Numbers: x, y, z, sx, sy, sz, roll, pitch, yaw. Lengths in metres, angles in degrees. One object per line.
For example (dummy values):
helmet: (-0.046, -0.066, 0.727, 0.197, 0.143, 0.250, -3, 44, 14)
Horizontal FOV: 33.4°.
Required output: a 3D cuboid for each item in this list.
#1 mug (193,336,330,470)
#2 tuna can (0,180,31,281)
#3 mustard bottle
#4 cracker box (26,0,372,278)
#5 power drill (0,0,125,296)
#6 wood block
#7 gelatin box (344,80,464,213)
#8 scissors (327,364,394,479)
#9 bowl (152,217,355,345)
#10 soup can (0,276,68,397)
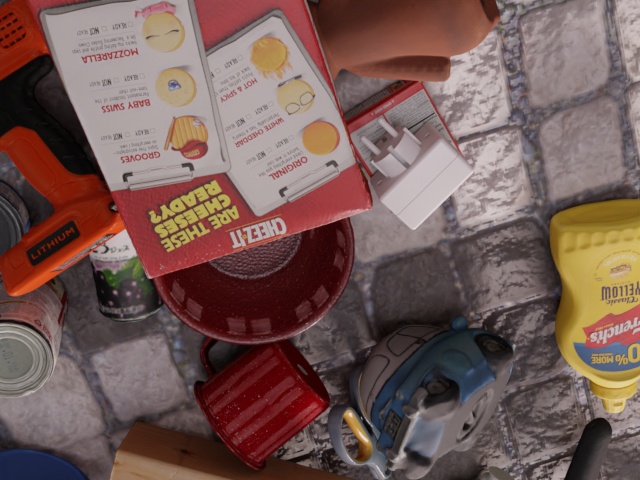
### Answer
mug: (-0.053, 0.121, 0.897, 0.081, 0.093, 0.117, -39, 75, 5)
tuna can: (-0.272, -0.008, 0.837, 0.086, 0.034, 0.086, -2, 113, -6)
mustard bottle: (0.250, 0.063, 0.915, 0.096, 0.058, 0.191, -9, 114, -2)
cracker box: (-0.075, -0.101, 0.704, 0.164, 0.072, 0.213, -17, 115, 6)
power drill: (-0.240, -0.057, 0.775, 0.184, 0.057, 0.187, -32, 91, 6)
wood block: (-0.075, 0.231, 0.904, 0.206, 0.091, 0.090, 15, 97, -1)
gelatin box: (0.066, -0.077, 0.850, 0.073, 0.030, 0.089, -31, 113, 5)
scissors: (0.055, 0.183, 0.958, 0.016, 0.096, 0.201, -1, 149, 27)
bowl: (-0.056, 0.001, 0.854, 0.162, 0.055, 0.162, -2, 113, -6)
soup can: (-0.237, 0.070, 0.837, 0.068, 0.102, 0.068, -3, 114, -6)
